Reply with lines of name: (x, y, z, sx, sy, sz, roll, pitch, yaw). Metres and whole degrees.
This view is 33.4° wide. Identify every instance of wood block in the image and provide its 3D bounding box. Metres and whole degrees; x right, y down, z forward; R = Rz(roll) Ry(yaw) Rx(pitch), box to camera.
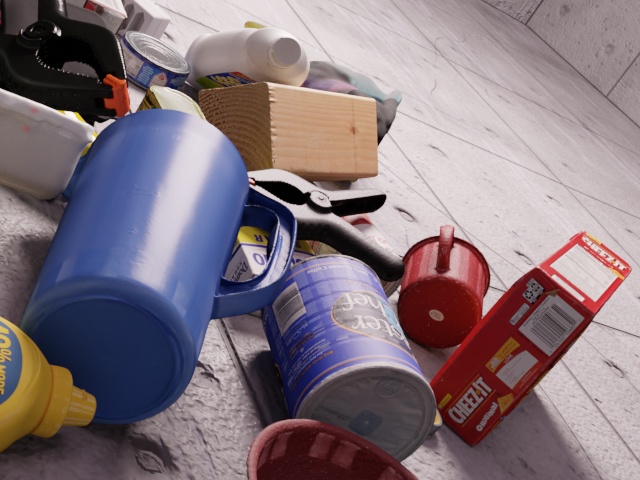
wood block: (-0.029, -0.109, 1.124, 0.090, 0.091, 0.205, -2, 1, 33)

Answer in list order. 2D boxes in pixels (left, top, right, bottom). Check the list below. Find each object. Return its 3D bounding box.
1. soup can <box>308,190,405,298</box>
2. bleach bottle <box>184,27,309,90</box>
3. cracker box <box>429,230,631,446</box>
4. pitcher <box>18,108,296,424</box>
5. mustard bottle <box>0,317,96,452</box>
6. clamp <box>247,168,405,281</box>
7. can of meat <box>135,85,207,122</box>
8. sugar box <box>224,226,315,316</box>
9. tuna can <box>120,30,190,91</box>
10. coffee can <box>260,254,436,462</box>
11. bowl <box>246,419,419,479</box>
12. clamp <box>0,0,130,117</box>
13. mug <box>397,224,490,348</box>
soup can: (0.028, 0.009, 1.034, 0.068, 0.069, 0.102, 13, 31, -43)
bleach bottle: (-0.078, -0.195, 1.162, 0.102, 0.068, 0.251, 25, -5, -17)
cracker box: (0.195, 0.083, 0.989, 0.072, 0.164, 0.213, 42, 23, 12)
pitcher: (-0.114, 0.014, 0.735, 0.145, 0.149, 0.242, 53, 18, -23)
mustard bottle: (-0.211, 0.071, 0.575, 0.191, 0.058, 0.096, 21, 30, -31)
clamp: (0.000, -0.017, 0.955, 0.171, 0.039, 0.120, 9, 32, -26)
can of meat: (-0.140, -0.078, 0.952, 0.057, 0.084, 0.102, 17, 28, -37)
sugar box: (-0.056, 0.001, 0.960, 0.093, 0.048, 0.176, 18, 26, -35)
tuna can: (-0.190, -0.199, 1.200, 0.086, 0.034, 0.086, 29, 22, -13)
coffee can: (0.017, 0.091, 0.799, 0.102, 0.103, 0.140, 23, 24, -27)
bowl: (0.012, 0.187, 0.657, 0.162, 0.055, 0.162, 29, 22, -13)
clamp: (-0.217, -0.159, 0.848, 0.210, 0.036, 0.164, 26, 52, 26)
mug: (0.120, 0.042, 1.040, 0.093, 0.117, 0.081, 8, 26, 7)
